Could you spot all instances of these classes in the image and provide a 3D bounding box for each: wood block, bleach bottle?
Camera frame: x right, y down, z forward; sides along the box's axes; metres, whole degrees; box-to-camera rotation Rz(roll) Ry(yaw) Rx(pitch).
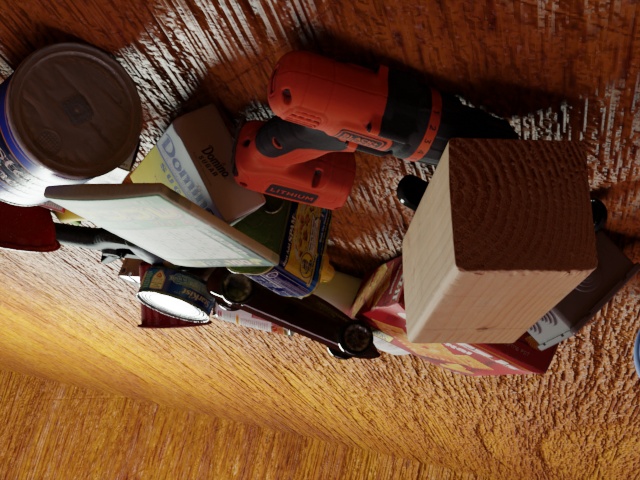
[{"bbox_3d":[0.118,0.009,0.758,0.090,0.090,0.206,0,162,-4],"label":"wood block"},{"bbox_3d":[0.001,0.062,1.234,0.250,0.068,0.103,22,162,-18],"label":"bleach bottle"}]

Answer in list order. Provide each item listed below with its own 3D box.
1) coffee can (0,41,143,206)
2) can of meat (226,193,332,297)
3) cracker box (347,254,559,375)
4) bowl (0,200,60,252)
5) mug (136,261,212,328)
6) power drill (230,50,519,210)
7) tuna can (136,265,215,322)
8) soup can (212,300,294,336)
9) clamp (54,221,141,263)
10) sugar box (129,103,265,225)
[{"bbox_3d":[-0.214,-0.088,0.840,0.102,0.103,0.141,23,162,-27],"label":"coffee can"},{"bbox_3d":[-0.035,-0.006,0.968,0.058,0.102,0.083,3,163,31],"label":"can of meat"},{"bbox_3d":[0.133,0.082,1.108,0.164,0.072,0.214,25,168,-8],"label":"cracker box"},{"bbox_3d":[-0.358,-0.036,1.167,0.162,0.055,0.162,15,-173,-2],"label":"bowl"},{"bbox_3d":[-0.181,0.065,1.334,0.093,0.081,0.117,-2,180,9],"label":"mug"},{"bbox_3d":[0.027,-0.072,0.777,0.184,0.057,0.188,16,162,-20],"label":"power drill"},{"bbox_3d":[-0.160,0.060,1.196,0.086,0.033,0.086,15,160,5],"label":"tuna can"},{"bbox_3d":[-0.077,0.076,1.334,0.102,0.068,0.068,13,164,6],"label":"soup can"},{"bbox_3d":[-0.246,0.005,1.297,0.172,0.039,0.120,5,171,30],"label":"clamp"},{"bbox_3d":[-0.110,-0.045,0.915,0.048,0.093,0.176,-28,179,-21],"label":"sugar box"}]
